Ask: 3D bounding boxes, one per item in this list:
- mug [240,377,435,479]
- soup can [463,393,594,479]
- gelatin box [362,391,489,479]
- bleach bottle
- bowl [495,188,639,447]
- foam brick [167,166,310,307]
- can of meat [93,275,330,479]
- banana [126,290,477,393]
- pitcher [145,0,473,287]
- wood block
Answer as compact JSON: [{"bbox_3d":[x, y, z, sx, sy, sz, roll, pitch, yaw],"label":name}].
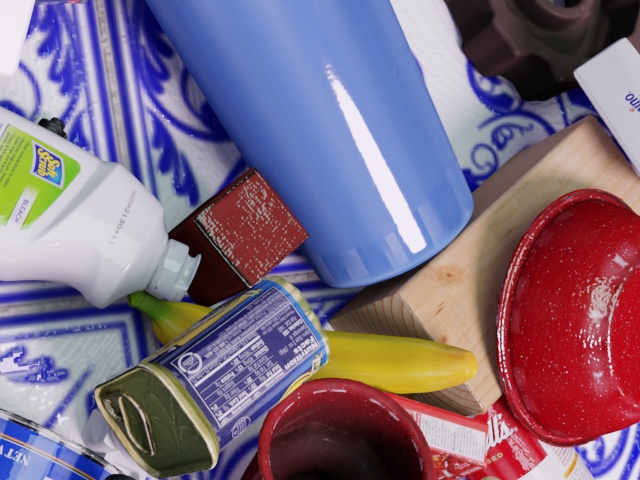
[{"bbox_3d":[-0.007,0.135,0.549,0.117,0.082,0.093,-24,67,-34],"label":"mug"},{"bbox_3d":[0.124,0.138,0.681,0.068,0.069,0.102,-38,96,-29],"label":"soup can"},{"bbox_3d":[0.045,0.123,0.632,0.073,0.089,0.030,20,58,-20],"label":"gelatin box"},{"bbox_3d":[-0.185,-0.024,0.551,0.250,0.068,0.102,25,64,-11],"label":"bleach bottle"},{"bbox_3d":[0.178,0.050,0.640,0.161,0.055,0.162,-4,97,-38],"label":"bowl"},{"bbox_3d":[-0.054,0.001,0.623,0.053,0.078,0.051,-42,98,-27],"label":"foam brick"},{"bbox_3d":[-0.053,0.067,0.525,0.083,0.102,0.057,-37,93,-32],"label":"can of meat"},{"bbox_3d":[-0.012,0.065,0.614,0.198,0.069,0.037,9,78,3],"label":"banana"},{"bbox_3d":[-0.002,-0.103,0.636,0.149,0.145,0.243,-32,106,-10],"label":"pitcher"},{"bbox_3d":[0.119,0.018,0.698,0.205,0.091,0.090,-40,96,-29],"label":"wood block"}]
